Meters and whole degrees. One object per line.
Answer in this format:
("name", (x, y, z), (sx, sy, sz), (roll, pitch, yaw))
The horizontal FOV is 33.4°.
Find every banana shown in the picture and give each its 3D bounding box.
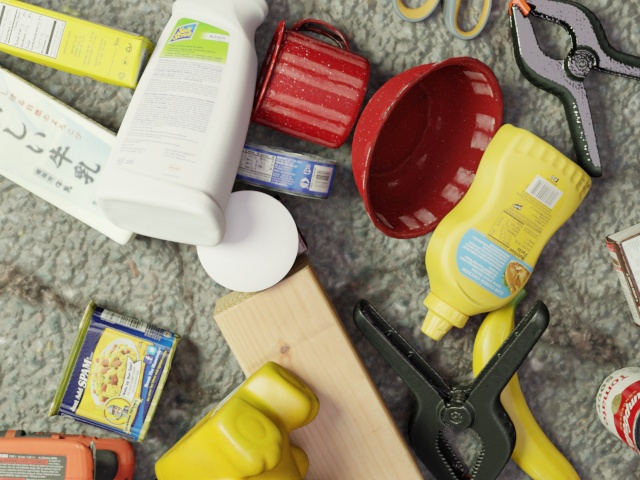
("banana", (0.178, 0.144, 0.950), (0.069, 0.037, 0.198), (-16, 96, 0))

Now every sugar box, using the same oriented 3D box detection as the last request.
("sugar box", (-0.227, -0.166, 0.869), (0.176, 0.093, 0.048), (13, 94, -4))

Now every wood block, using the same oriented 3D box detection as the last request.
("wood block", (-0.002, 0.126, 0.912), (0.091, 0.090, 0.206), (-28, 97, 0))

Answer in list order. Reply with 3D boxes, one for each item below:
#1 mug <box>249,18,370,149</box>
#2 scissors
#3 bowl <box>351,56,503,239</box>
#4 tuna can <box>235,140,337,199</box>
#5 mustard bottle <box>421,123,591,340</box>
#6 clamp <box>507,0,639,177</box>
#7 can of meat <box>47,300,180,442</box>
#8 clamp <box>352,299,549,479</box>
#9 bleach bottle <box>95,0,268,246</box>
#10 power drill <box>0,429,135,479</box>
("mug", (-0.007, -0.136, 0.895), (0.081, 0.093, 0.117), (18, 58, -10))
("scissors", (0.103, -0.272, 0.917), (0.096, 0.016, 0.202), (-6, 96, -3))
("bowl", (0.079, -0.084, 0.890), (0.161, 0.055, 0.162), (-26, 133, -32))
("tuna can", (-0.031, -0.060, 0.894), (0.086, 0.086, 0.034), (12, 96, -5))
("mustard bottle", (0.146, 0.003, 0.922), (0.096, 0.058, 0.191), (31, 94, -29))
("clamp", (0.221, -0.141, 0.925), (0.171, 0.039, 0.120), (36, 88, 0))
("can of meat", (-0.176, 0.114, 0.917), (0.084, 0.057, 0.102), (20, 94, -7))
("clamp", (0.128, 0.137, 0.916), (0.165, 0.036, 0.210), (-7, 112, 22))
("bleach bottle", (-0.091, -0.122, 0.850), (0.103, 0.068, 0.250), (11, 64, 12))
("power drill", (-0.244, 0.181, 0.856), (0.184, 0.188, 0.057), (2, 84, -7))
